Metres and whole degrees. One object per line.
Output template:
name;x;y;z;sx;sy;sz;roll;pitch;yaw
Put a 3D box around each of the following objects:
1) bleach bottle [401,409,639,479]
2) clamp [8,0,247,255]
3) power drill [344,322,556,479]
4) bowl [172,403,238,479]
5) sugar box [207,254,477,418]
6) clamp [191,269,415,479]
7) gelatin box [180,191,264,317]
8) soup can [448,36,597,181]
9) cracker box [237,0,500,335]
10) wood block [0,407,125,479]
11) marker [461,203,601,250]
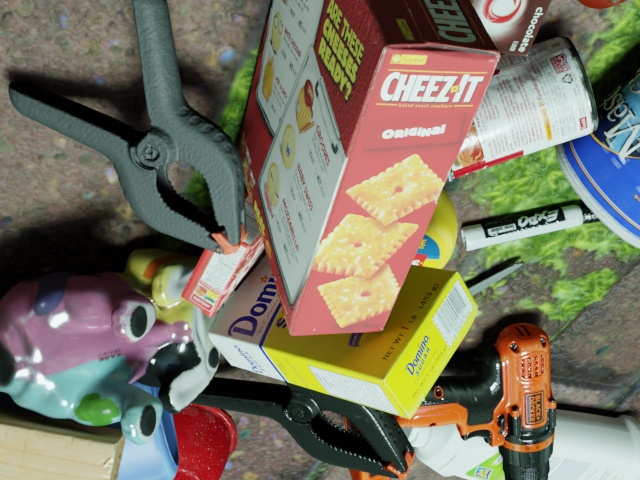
bleach bottle;0.192;0.198;1.035;0.250;0.068;0.103;15;127;-23
clamp;-0.111;-0.059;0.659;0.120;0.039;0.171;-22;104;25
power drill;0.117;0.170;0.942;0.187;0.057;0.184;-11;115;-10
bowl;-0.153;0.208;0.969;0.162;0.055;0.162;-6;137;-6
sugar box;0.010;0.054;0.720;0.177;0.093;0.048;10;143;44
clamp;-0.020;0.130;0.867;0.210;0.036;0.165;38;132;-5
gelatin box;-0.055;0.001;0.745;0.030;0.089;0.073;34;127;2
soup can;0.123;-0.087;0.705;0.102;0.068;0.068;-18;138;6
cracker box;0.016;-0.074;0.622;0.072;0.164;0.214;-1;137;-20
wood block;-0.249;0.162;0.749;0.206;0.091;0.090;12;174;-5
marker;0.171;-0.013;0.831;0.121;0.020;0.020;-12;138;0
